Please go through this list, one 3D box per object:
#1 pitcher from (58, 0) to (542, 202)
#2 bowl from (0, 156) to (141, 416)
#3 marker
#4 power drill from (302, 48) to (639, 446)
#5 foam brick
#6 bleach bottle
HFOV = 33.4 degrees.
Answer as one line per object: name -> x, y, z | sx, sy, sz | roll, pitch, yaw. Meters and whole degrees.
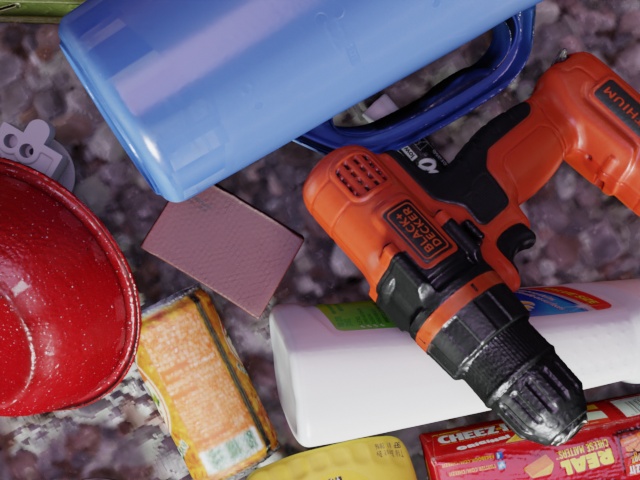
pitcher -> 0.000, -0.117, 0.550 | 0.242, 0.145, 0.149 | -33, 80, -7
bowl -> -0.180, 0.038, 0.569 | 0.162, 0.055, 0.162 | 8, 118, 15
marker -> 0.071, -0.035, 0.622 | 0.020, 0.020, 0.121 | -43, 92, 1
power drill -> 0.111, -0.008, 0.551 | 0.187, 0.057, 0.184 | -32, 69, -26
foam brick -> -0.054, 0.001, 0.606 | 0.078, 0.051, 0.053 | 32, 91, -2
bleach bottle -> 0.102, 0.057, 0.597 | 0.250, 0.102, 0.068 | -8, 100, -8
